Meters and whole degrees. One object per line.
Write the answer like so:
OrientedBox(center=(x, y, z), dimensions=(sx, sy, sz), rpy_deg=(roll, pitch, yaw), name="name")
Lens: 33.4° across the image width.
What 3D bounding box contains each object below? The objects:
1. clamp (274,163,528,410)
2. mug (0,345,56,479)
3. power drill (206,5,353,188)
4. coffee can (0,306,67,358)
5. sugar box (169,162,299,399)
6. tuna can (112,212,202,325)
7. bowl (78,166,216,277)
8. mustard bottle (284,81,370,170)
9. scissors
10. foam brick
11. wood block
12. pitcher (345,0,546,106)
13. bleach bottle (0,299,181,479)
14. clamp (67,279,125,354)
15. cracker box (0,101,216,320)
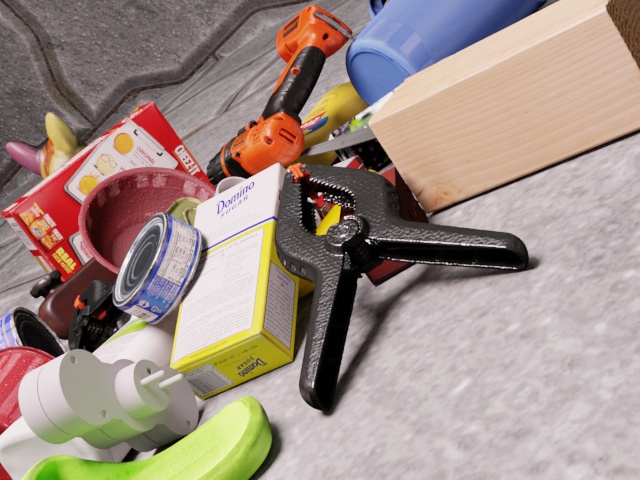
OrientedBox(center=(0.034, 0.002, 0.716), dimensions=(0.164, 0.036, 0.210), rpy_deg=(-30, 40, 4), name="clamp")
OrientedBox(center=(-0.268, 0.155, 0.908), dimensions=(0.117, 0.093, 0.081), rpy_deg=(-31, 20, 31), name="mug")
OrientedBox(center=(-0.046, -0.143, 1.121), dimensions=(0.185, 0.057, 0.187), rpy_deg=(-16, 48, 61), name="power drill")
OrientedBox(center=(-0.314, 0.143, 1.007), dimensions=(0.140, 0.103, 0.103), rpy_deg=(-34, 16, 3), name="coffee can")
OrientedBox(center=(-0.061, 0.029, 0.826), dimensions=(0.093, 0.048, 0.176), rpy_deg=(-25, 37, 29), name="sugar box")
OrientedBox(center=(-0.131, 0.022, 0.850), dimensions=(0.086, 0.033, 0.086), rpy_deg=(-45, 29, 33), name="tuna can")
OrientedBox(center=(-0.175, -0.003, 1.131), dimensions=(0.161, 0.162, 0.055), rpy_deg=(-48, -17, -39), name="bowl")
OrientedBox(center=(-0.007, -0.105, 1.181), dimensions=(0.096, 0.058, 0.191), rpy_deg=(-23, 20, 42), name="mustard bottle")
OrientedBox(center=(0.070, -0.123, 0.995), dimensions=(0.202, 0.016, 0.096), rpy_deg=(3, 74, 36), name="scissors")
OrientedBox(center=(0.048, -0.012, 0.804), dimensions=(0.051, 0.053, 0.078), rpy_deg=(-31, 17, 15), name="foam brick")
OrientedBox(center=(0.153, -0.108, 0.799), dimensions=(0.207, 0.091, 0.090), rpy_deg=(-23, 19, 39), name="wood block")
OrientedBox(center=(0.129, -0.244, 1.167), dimensions=(0.242, 0.145, 0.149), rpy_deg=(-46, 13, -26), name="pitcher")
OrientedBox(center=(-0.148, 0.102, 0.865), dimensions=(0.103, 0.068, 0.250), rpy_deg=(-19, 19, 35), name="bleach bottle")
OrientedBox(center=(-0.219, 0.091, 1.023), dimensions=(0.120, 0.039, 0.172), rpy_deg=(-63, 17, -7), name="clamp")
OrientedBox(center=(-0.238, -0.033, 1.252), dimensions=(0.213, 0.164, 0.072), rpy_deg=(-42, 19, -22), name="cracker box")
